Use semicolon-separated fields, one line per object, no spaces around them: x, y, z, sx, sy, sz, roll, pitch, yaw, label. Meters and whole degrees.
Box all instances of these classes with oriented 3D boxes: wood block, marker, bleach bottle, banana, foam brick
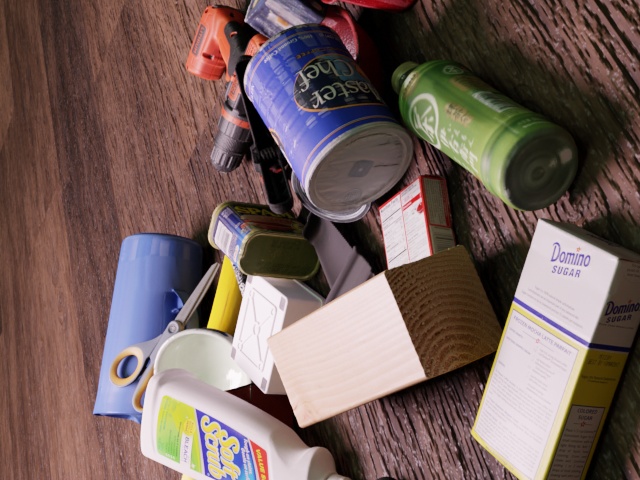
0.050;0.087;0.913;0.206;0.090;0.091;-35;75;55;wood block
-0.081;0.066;1.238;0.020;0.020;0.121;-47;55;48;marker
-0.073;0.210;1.086;0.251;0.067;0.102;13;98;36;bleach bottle
-0.113;0.078;1.305;0.069;0.037;0.198;-107;31;-78;banana
-0.070;0.188;1.175;0.078;0.052;0.051;-27;60;59;foam brick

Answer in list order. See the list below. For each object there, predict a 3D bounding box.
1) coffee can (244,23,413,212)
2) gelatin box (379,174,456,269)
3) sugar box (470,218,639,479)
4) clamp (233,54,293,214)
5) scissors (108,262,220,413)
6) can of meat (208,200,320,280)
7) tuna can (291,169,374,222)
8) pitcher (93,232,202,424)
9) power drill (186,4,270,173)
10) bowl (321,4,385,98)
0.006;-0.110;0.953;0.140;0.102;0.103;60;136;33;coffee can
0.087;-0.004;0.951;0.073;0.030;0.089;-41;49;53;gelatin box
0.170;0.082;0.761;0.093;0.048;0.176;38;114;58;sugar box
-0.058;-0.101;1.136;0.210;0.036;0.164;110;147;-87;clamp
-0.196;0.111;1.309;0.096;0.016;0.201;14;79;26;scissors
-0.058;0.001;1.146;0.084;0.101;0.057;42;121;55;can of meat
0.016;-0.059;1.034;0.086;0.086;0.033;-46;11;48;tuna can
-0.210;0.116;1.386;0.145;0.149;0.243;54;-141;-73;pitcher
-0.113;-0.201;1.346;0.185;0.057;0.188;-64;36;25;power drill
0.019;-0.155;1.087;0.162;0.055;0.162;-23;63;58;bowl
